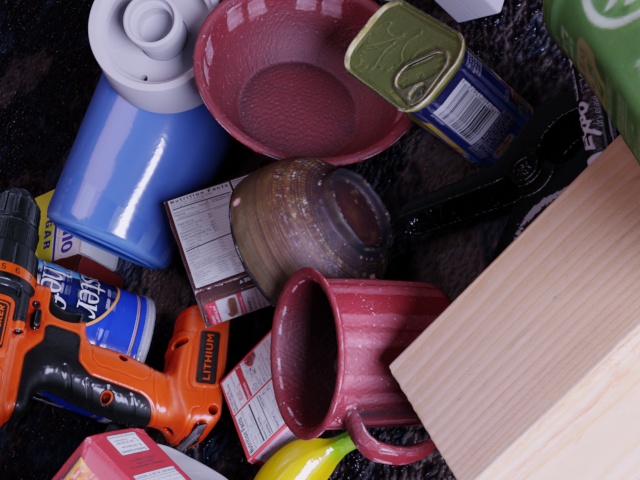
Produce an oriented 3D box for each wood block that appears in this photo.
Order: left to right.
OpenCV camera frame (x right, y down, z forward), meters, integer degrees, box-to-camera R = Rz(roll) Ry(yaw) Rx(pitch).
[{"bbox_3d":[0.145,0.032,0.498,0.206,0.090,0.091,-47,38,12],"label":"wood block"}]

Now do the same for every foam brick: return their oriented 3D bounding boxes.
[{"bbox_3d":[-0.210,0.058,0.904,0.053,0.051,0.078,-13,54,42],"label":"foam brick"}]

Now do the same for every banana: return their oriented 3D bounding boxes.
[{"bbox_3d":[-0.030,0.196,0.616,0.070,0.037,0.197,-7,59,48],"label":"banana"}]

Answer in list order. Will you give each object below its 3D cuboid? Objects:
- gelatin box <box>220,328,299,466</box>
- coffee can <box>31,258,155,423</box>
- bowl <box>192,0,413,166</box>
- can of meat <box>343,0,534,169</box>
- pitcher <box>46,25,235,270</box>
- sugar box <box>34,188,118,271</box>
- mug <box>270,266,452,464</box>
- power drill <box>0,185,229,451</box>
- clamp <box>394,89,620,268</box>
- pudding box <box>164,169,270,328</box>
[{"bbox_3d":[-0.019,0.093,0.685,0.089,0.030,0.073,-46,39,14],"label":"gelatin box"},{"bbox_3d":[-0.209,0.068,0.803,0.103,0.140,0.103,-52,26,37],"label":"coffee can"},{"bbox_3d":[-0.011,-0.108,0.757,0.055,0.162,0.162,110,170,-61],"label":"bowl"},{"bbox_3d":[0.076,-0.096,0.672,0.057,0.083,0.102,-52,37,6],"label":"can of meat"},{"bbox_3d":[-0.133,-0.106,0.881,0.149,0.145,0.243,98,-164,-82],"label":"pitcher"},{"bbox_3d":[-0.252,0.000,0.999,0.177,0.048,0.093,-20,51,40],"label":"sugar box"},{"bbox_3d":[0.030,0.071,0.585,0.117,0.081,0.093,-113,35,-43],"label":"mug"},{"bbox_3d":[-0.158,0.060,0.732,0.057,0.187,0.184,131,148,-50],"label":"power drill"},{"bbox_3d":[0.124,-0.022,0.604,0.172,0.039,0.120,-40,46,21],"label":"clamp"},{"bbox_3d":[-0.055,0.001,0.753,0.090,0.039,0.113,-20,39,-5],"label":"pudding box"}]
